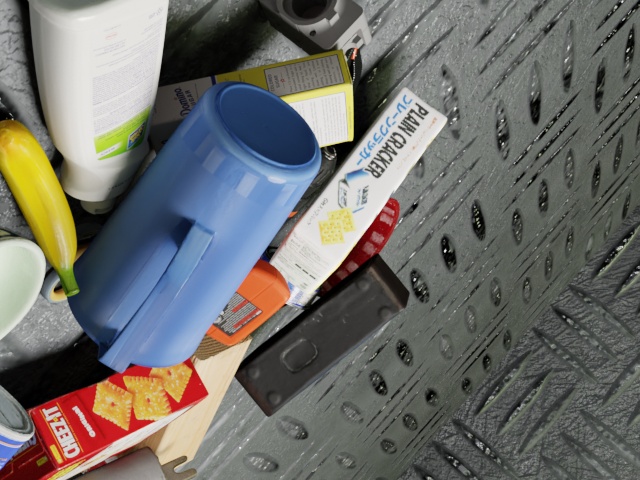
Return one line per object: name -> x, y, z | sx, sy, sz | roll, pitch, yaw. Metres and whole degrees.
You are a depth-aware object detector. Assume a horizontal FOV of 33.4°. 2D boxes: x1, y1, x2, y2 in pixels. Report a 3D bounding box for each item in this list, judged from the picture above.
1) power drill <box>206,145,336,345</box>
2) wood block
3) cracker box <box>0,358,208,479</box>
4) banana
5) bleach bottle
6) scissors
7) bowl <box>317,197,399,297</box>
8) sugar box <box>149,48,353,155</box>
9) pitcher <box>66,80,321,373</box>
power drill -> -0.057, 0.001, 1.056 | 0.185, 0.057, 0.187 | -41, -158, 31
wood block -> -0.171, 0.170, 1.232 | 0.090, 0.091, 0.206 | -20, 145, -50
cracker box -> -0.244, 0.194, 1.093 | 0.164, 0.072, 0.213 | -35, 170, 36
banana -> -0.218, -0.038, 0.823 | 0.037, 0.070, 0.198 | -28, 146, -14
bleach bottle -> -0.172, -0.106, 0.809 | 0.102, 0.068, 0.251 | -32, 156, -33
scissors -> -0.194, 0.012, 1.025 | 0.096, 0.016, 0.201 | -56, 158, 22
bowl -> 0.029, -0.005, 1.380 | 0.162, 0.055, 0.162 | -41, 157, -21
sugar box -> -0.060, -0.109, 0.930 | 0.176, 0.048, 0.093 | -10, 153, -2
pitcher -> -0.106, -0.007, 0.880 | 0.144, 0.149, 0.243 | -2, 142, -44
